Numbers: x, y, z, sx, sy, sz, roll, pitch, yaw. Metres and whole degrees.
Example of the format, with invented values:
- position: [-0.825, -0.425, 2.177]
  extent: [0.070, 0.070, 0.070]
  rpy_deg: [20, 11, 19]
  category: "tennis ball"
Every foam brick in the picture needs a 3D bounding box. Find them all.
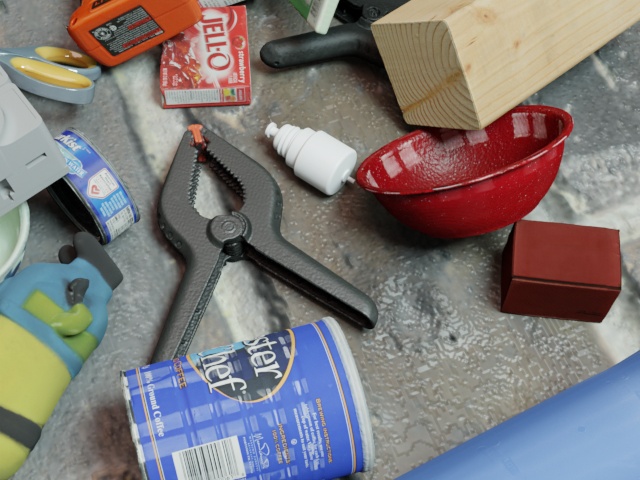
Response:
- position: [0.172, 0.022, 0.772]
  extent: [0.078, 0.053, 0.051]
  rpy_deg: [6, 59, 1]
  category: "foam brick"

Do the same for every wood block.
- position: [0.154, -0.176, 0.841]
  extent: [0.205, 0.090, 0.091]
  rpy_deg: [-35, 27, -25]
  category: "wood block"

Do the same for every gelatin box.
- position: [-0.095, -0.153, 0.882]
  extent: [0.073, 0.030, 0.089]
  rpy_deg: [-3, 60, -3]
  category: "gelatin box"

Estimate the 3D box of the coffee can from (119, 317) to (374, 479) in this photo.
- position: [-0.047, 0.115, 0.681]
  extent: [0.140, 0.103, 0.103]
  rpy_deg: [-14, 61, -9]
  category: "coffee can"

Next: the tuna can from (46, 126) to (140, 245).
- position: [-0.172, -0.038, 0.779]
  extent: [0.033, 0.086, 0.086]
  rpy_deg: [-40, 68, -20]
  category: "tuna can"

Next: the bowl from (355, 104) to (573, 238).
- position: [0.110, -0.045, 0.782]
  extent: [0.162, 0.055, 0.162]
  rpy_deg: [-16, 20, 6]
  category: "bowl"

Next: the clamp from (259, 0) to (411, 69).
- position: [0.034, -0.172, 0.892]
  extent: [0.171, 0.039, 0.120]
  rpy_deg: [17, 60, 13]
  category: "clamp"

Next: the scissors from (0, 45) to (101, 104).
- position: [-0.264, -0.154, 0.858]
  extent: [0.202, 0.016, 0.096]
  rpy_deg: [22, 26, 10]
  category: "scissors"

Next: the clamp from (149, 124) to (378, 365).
- position: [-0.055, 0.001, 0.787]
  extent: [0.164, 0.036, 0.210]
  rpy_deg: [-9, 60, -7]
  category: "clamp"

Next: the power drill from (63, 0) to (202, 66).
- position: [-0.145, -0.246, 0.881]
  extent: [0.185, 0.057, 0.187]
  rpy_deg: [-24, 52, 18]
  category: "power drill"
